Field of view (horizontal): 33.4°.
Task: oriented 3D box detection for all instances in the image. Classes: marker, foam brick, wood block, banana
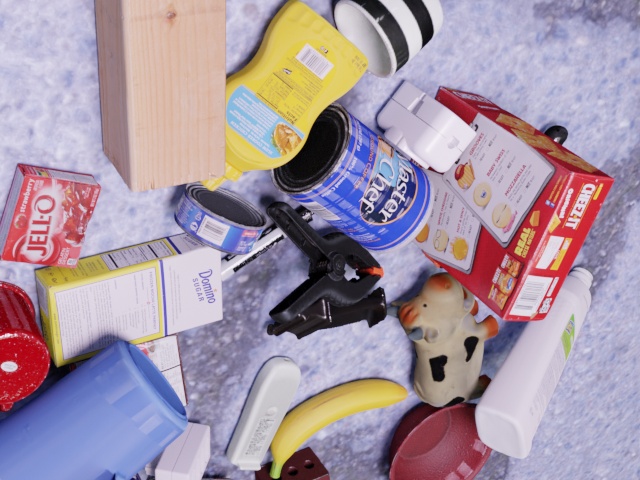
[{"bbox_3d":[-0.057,0.001,1.110,0.121,0.020,0.020,-34,130,-9],"label":"marker"},{"bbox_3d":[-0.032,0.296,1.288,0.078,0.053,0.051,-19,126,-21],"label":"foam brick"},{"bbox_3d":[-0.137,-0.157,0.916,0.090,0.090,0.206,-12,124,-24],"label":"wood block"},{"bbox_3d":[0.015,0.207,1.273,0.197,0.037,0.069,-28,136,-14],"label":"banana"}]

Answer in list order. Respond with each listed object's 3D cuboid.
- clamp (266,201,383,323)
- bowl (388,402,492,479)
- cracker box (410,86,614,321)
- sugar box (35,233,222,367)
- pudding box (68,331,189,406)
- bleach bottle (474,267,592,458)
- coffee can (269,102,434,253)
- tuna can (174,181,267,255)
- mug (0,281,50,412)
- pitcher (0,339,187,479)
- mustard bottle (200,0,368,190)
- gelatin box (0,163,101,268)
[{"bbox_3d":[0.002,0.018,1.106,0.171,0.039,0.120,-4,92,-52],"label":"clamp"},{"bbox_3d":[0.145,0.261,1.373,0.161,0.055,0.162,-15,125,-23],"label":"bowl"},{"bbox_3d":[0.178,-0.041,1.099,0.071,0.214,0.164,5,115,-36],"label":"cracker box"},{"bbox_3d":[-0.184,0.054,1.050,0.176,0.048,0.093,-16,125,-27],"label":"sugar box"},{"bbox_3d":[-0.197,0.141,1.091,0.113,0.039,0.090,-14,114,-21],"label":"pudding box"},{"bbox_3d":[0.276,0.139,1.322,0.250,0.068,0.102,-54,148,-28],"label":"bleach bottle"},{"bbox_3d":[0.033,-0.061,1.071,0.140,0.103,0.103,33,98,-40],"label":"coffee can"},{"bbox_3d":[-0.097,-0.021,1.028,0.086,0.086,0.034,14,112,-37],"label":"tuna can"},{"bbox_3d":[-0.299,0.107,0.987,0.093,0.082,0.117,-9,122,-27],"label":"mug"},{"bbox_3d":[-0.242,0.213,0.994,0.243,0.145,0.149,-38,99,-2],"label":"pitcher"},{"bbox_3d":[-0.049,-0.125,1.007,0.096,0.058,0.192,37,97,-21],"label":"mustard bottle"},{"bbox_3d":[-0.249,-0.020,0.972,0.073,0.030,0.089,9,113,-35],"label":"gelatin box"}]
